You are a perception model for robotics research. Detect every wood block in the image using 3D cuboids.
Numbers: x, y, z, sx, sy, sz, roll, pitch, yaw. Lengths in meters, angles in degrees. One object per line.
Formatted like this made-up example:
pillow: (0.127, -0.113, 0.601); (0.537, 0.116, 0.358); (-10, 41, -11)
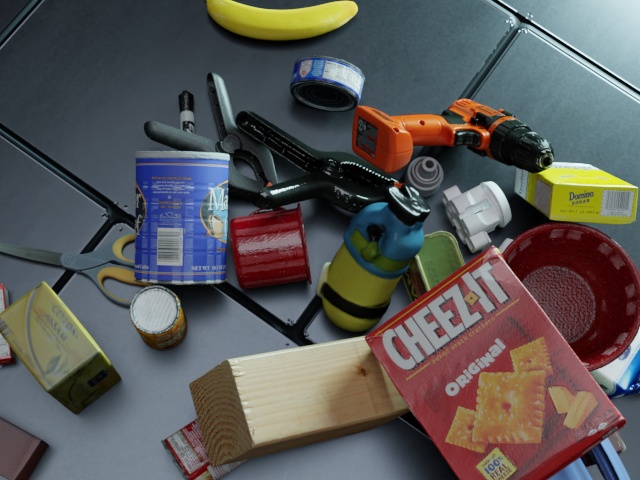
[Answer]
wood block: (-0.018, 0.162, 1.104); (0.205, 0.090, 0.091); (-5, 70, -37)

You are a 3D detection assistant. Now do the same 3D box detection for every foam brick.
foam brick: (-0.338, 0.219, 1.135); (0.078, 0.053, 0.051); (27, 73, 6)

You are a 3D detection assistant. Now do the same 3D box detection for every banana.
banana: (-0.055, -0.277, 1.309); (0.198, 0.037, 0.069); (8, 74, -1)

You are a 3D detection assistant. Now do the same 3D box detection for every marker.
marker: (-0.158, -0.121, 1.265); (0.020, 0.020, 0.121); (-3, 74, -4)

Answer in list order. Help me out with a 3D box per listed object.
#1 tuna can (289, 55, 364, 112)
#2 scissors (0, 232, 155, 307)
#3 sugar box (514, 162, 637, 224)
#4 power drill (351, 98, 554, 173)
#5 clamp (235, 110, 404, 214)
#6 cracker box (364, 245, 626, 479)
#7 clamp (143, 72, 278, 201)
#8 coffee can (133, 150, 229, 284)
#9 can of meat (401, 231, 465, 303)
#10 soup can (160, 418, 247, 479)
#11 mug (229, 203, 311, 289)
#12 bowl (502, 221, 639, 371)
tuna can: (0.007, -0.184, 1.260); (0.086, 0.086, 0.033); (12, 75, 0)
scissors: (-0.271, 0.010, 1.221); (0.202, 0.016, 0.096); (26, 72, 4)
sugar box: (0.281, -0.057, 1.194); (0.093, 0.176, 0.048); (3, 104, -3)
power drill: (0.143, -0.112, 1.191); (0.187, 0.185, 0.057); (-4, 112, -25)
clamp: (0.000, -0.081, 1.224); (0.209, 0.036, 0.164); (8, 40, -29)
cracker box: (0.170, 0.138, 1.054); (0.164, 0.072, 0.214); (-36, 72, 6)
clamp: (-0.108, -0.117, 1.252); (0.171, 0.039, 0.120); (39, 68, -6)
coffee can: (-0.152, -0.025, 1.166); (0.102, 0.103, 0.140); (1, 92, -3)
can of meat: (0.133, 0.048, 1.199); (0.057, 0.084, 0.102); (-17, 75, -9)
soup can: (-0.110, 0.215, 1.142); (0.102, 0.068, 0.068); (-32, 78, -13)
mug: (-0.058, 0.001, 1.206); (0.081, 0.093, 0.117); (-9, 43, -1)
bowl: (0.256, 0.064, 1.134); (0.162, 0.055, 0.162); (0, 76, -1)
